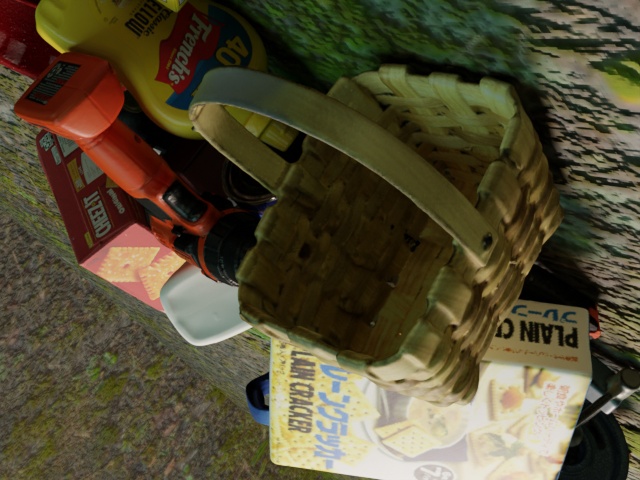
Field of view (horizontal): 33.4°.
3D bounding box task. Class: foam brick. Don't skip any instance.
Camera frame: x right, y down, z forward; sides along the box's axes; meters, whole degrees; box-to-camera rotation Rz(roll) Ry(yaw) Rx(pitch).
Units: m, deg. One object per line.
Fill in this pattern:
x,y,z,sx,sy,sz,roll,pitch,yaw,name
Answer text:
-0.096,-0.076,0.944,0.051,0.078,0.053,45,165,-33,foam brick

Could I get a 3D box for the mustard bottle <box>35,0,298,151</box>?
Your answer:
-0.095,-0.127,0.743,0.191,0.096,0.058,38,163,-4,mustard bottle

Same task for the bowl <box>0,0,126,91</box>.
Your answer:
-0.216,-0.176,0.835,0.162,0.055,0.162,18,165,5,bowl

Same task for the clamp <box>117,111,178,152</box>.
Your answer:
-0.175,-0.111,1.085,0.172,0.039,0.120,22,179,27,clamp

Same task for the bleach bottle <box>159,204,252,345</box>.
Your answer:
-0.056,0.001,0.926,0.068,0.103,0.250,59,-161,-13,bleach bottle

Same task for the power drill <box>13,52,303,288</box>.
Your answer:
-0.107,-0.039,0.712,0.187,0.057,0.185,48,164,-31,power drill

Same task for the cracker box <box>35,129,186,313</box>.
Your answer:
-0.158,-0.013,0.995,0.213,0.072,0.164,41,-164,-53,cracker box
